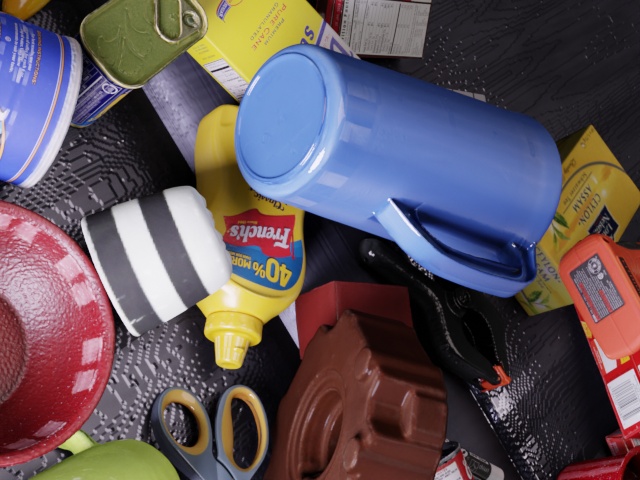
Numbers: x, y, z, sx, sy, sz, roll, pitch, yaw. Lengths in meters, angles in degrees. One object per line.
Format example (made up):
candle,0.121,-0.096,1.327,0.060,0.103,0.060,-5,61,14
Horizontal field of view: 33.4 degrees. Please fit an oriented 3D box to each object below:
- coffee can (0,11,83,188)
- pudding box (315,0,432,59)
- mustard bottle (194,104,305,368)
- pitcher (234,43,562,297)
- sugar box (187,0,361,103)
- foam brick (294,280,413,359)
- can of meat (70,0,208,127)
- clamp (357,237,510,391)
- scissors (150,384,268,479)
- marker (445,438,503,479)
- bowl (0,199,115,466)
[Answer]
coffee can,-0.232,-0.101,0.653,0.140,0.103,0.103,19,63,-32
pudding box,0.047,-0.205,0.926,0.113,0.039,0.090,-5,111,-40
mustard bottle,-0.055,0.001,0.784,0.096,0.058,0.191,22,61,-31
pitcher,0.062,-0.052,0.784,0.242,0.149,0.145,13,92,-42
sugar box,-0.044,-0.155,0.837,0.176,0.048,0.093,41,65,-24
foam brick,0.026,0.064,0.828,0.078,0.053,0.051,7,70,-38
can of meat,-0.140,-0.132,0.749,0.057,0.084,0.102,51,51,-12
clamp,0.101,0.051,0.901,0.120,0.039,0.171,-17,78,-34
scissors,-0.076,0.174,0.698,0.096,0.016,0.201,24,43,-18
marker,0.101,0.170,0.868,0.121,0.020,0.020,32,56,-25
bowl,-0.208,0.058,0.644,0.161,0.055,0.162,14,65,-34
